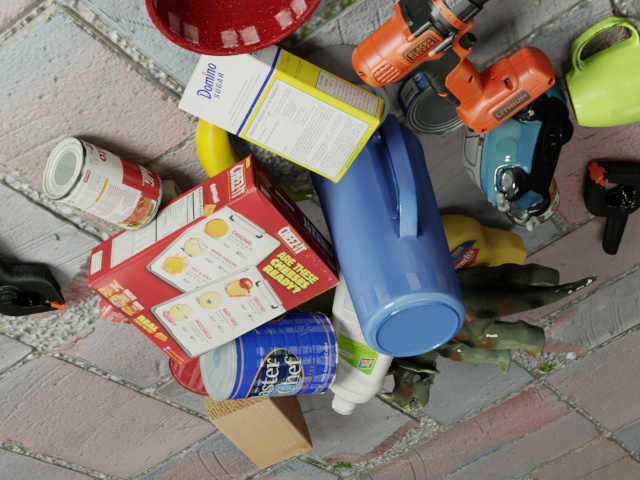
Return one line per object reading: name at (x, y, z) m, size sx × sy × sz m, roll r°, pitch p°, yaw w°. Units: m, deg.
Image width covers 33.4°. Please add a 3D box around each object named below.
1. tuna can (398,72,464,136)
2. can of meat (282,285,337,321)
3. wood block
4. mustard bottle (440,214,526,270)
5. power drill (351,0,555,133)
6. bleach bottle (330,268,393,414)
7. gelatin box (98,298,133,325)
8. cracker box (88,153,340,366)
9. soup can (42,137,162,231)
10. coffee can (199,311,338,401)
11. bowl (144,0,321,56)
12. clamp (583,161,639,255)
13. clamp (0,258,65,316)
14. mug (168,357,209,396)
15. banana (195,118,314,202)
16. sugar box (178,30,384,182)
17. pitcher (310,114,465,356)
tuna can at (0.128, -0.154, 1.149) m, size 0.086 × 0.034 × 0.086 m, roll -13°, pitch 145°, yaw -10°
can of meat at (-0.020, 0.095, 1.401) m, size 0.101 × 0.057 × 0.084 m, roll 7°, pitch 140°, yaw -34°
wood block at (-0.092, 0.243, 1.541) m, size 0.091 × 0.090 × 0.206 m, roll -23°, pitch 146°, yaw 5°
mustard bottle at (0.175, 0.010, 1.377) m, size 0.191 × 0.058 × 0.096 m, roll 18°, pitch 136°, yaw -42°
power drill at (0.148, -0.189, 1.029) m, size 0.185 × 0.057 × 0.187 m, roll -34°, pitch 141°, yaw 27°
bleach bottle at (0.051, 0.108, 1.342) m, size 0.068 × 0.103 × 0.251 m, roll -39°, pitch 148°, yaw -58°
gelatin box at (-0.213, 0.073, 1.297) m, size 0.089 × 0.030 × 0.073 m, roll 15°, pitch 133°, yaw -40°
cracker box at (-0.113, 0.026, 1.141) m, size 0.214 × 0.072 × 0.164 m, roll -29°, pitch 129°, yaw 15°
soup can at (-0.221, -0.056, 1.082) m, size 0.069 × 0.068 × 0.102 m, roll -38°, pitch 141°, yaw 25°
coffee can at (-0.063, 0.139, 1.294) m, size 0.140 × 0.103 × 0.103 m, roll 0°, pitch 141°, yaw -27°
bowl at (-0.076, -0.236, 0.916) m, size 0.162 × 0.055 × 0.162 m, roll -13°, pitch 145°, yaw -10°
clamp at (0.420, -0.060, 1.419) m, size 0.165 × 0.036 × 0.209 m, roll -32°, pitch 143°, yaw 19°
clamp at (-0.352, 0.043, 1.181) m, size 0.171 × 0.039 × 0.120 m, roll 8°, pitch 142°, yaw -43°
mug at (-0.132, 0.146, 1.371) m, size 0.093 × 0.117 × 0.082 m, roll -35°, pitch 157°, yaw -45°
banana at (-0.086, -0.078, 1.148) m, size 0.070 × 0.037 × 0.197 m, roll -38°, pitch 142°, yaw 13°
sugar box at (-0.038, -0.132, 1.026) m, size 0.176 × 0.048 × 0.093 m, roll 27°, pitch 131°, yaw -9°
pitcher at (0.075, -0.007, 1.142) m, size 0.145 × 0.243 × 0.149 m, roll -33°, pitch 137°, yaw 21°
